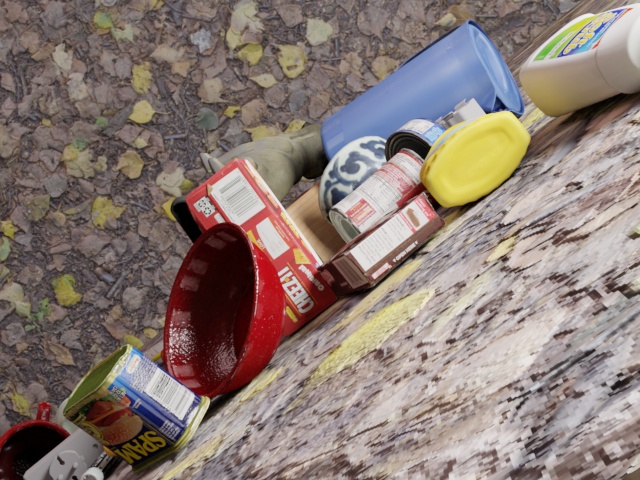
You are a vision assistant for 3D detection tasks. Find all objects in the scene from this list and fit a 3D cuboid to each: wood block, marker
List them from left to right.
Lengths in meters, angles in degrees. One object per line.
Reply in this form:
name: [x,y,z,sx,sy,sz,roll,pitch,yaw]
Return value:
marker: [-0.211,0.218,1.060,0.020,0.020,0.121,-38,4,10]
wood block: [-0.019,-0.005,1.388,0.091,0.090,0.205,-38,4,26]

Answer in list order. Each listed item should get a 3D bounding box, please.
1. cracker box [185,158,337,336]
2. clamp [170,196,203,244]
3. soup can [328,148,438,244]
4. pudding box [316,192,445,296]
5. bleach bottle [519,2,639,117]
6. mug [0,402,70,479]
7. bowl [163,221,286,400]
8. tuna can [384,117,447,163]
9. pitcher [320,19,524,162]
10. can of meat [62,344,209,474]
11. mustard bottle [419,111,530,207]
cracker box: [-0.057,0.001,1.086,0.072,0.164,0.213,-36,4,1]
clamp: [-0.112,0.027,1.152,0.039,0.120,0.171,-16,-16,11]
soup can: [0.067,-0.037,1.090,0.102,0.068,0.068,-40,4,-12]
pudding box: [0.051,0.006,0.939,0.090,0.039,0.114,-39,4,-15]
bleach bottle: [0.244,-0.154,0.865,0.102,0.068,0.251,-39,6,-4]
mug: [-0.315,0.237,1.179,0.082,0.093,0.117,137,138,-66]
bowl: [-0.077,0.068,0.938,0.162,0.055,0.162,-29,54,49]
tuna can: [0.111,-0.087,1.138,0.033,0.086,0.086,-38,3,-30]
pitcher: [0.123,-0.168,1.354,0.243,0.145,0.149,-29,-3,23]
can of meat: [-0.155,0.138,0.882,0.102,0.084,0.057,-35,21,46]
mustard bottle: [0.136,-0.078,0.988,0.096,0.058,0.191,-41,3,6]
